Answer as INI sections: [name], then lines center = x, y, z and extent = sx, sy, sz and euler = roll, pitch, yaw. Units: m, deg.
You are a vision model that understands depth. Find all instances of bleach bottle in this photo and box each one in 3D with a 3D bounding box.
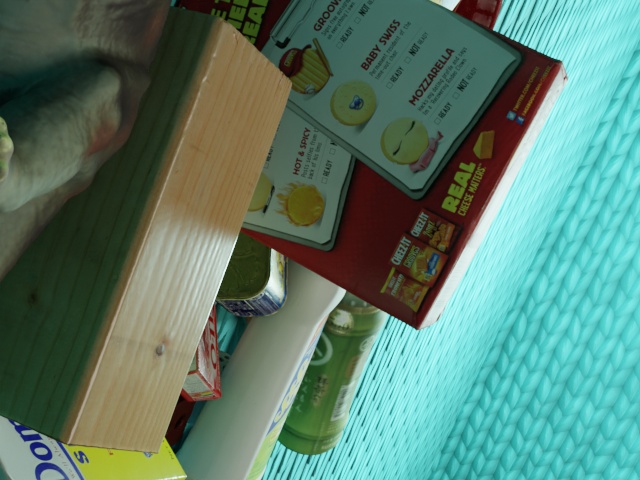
[bleach bottle]
center = -0.036, 0.087, 0.844
extent = 0.251, 0.068, 0.102
euler = -64, 170, 13

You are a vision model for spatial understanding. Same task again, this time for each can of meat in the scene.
[can of meat]
center = -0.055, 0.001, 0.772
extent = 0.084, 0.057, 0.102
euler = 59, 31, -73

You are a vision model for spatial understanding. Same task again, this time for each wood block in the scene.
[wood block]
center = -0.101, -0.008, 0.535
extent = 0.090, 0.090, 0.206
euler = 32, 76, -65

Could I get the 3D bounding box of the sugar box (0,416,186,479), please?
[sugar box]
center = -0.153, 0.116, 0.619
extent = 0.048, 0.093, 0.176
euler = -37, 162, 10

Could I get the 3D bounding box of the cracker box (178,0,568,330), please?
[cracker box]
center = 0.009, -0.071, 0.618
extent = 0.164, 0.214, 0.072
euler = -63, 165, 7
